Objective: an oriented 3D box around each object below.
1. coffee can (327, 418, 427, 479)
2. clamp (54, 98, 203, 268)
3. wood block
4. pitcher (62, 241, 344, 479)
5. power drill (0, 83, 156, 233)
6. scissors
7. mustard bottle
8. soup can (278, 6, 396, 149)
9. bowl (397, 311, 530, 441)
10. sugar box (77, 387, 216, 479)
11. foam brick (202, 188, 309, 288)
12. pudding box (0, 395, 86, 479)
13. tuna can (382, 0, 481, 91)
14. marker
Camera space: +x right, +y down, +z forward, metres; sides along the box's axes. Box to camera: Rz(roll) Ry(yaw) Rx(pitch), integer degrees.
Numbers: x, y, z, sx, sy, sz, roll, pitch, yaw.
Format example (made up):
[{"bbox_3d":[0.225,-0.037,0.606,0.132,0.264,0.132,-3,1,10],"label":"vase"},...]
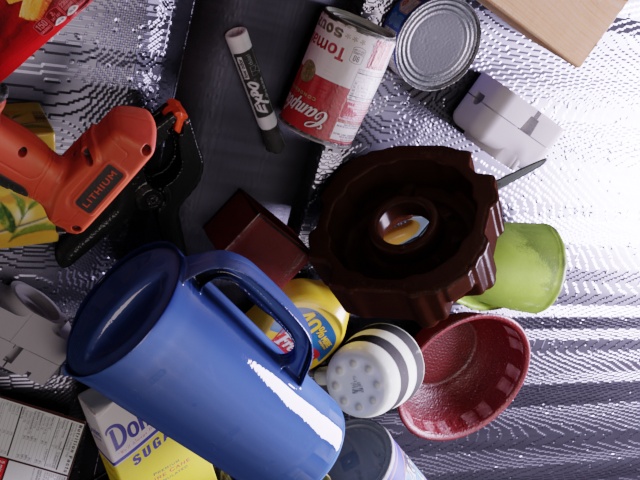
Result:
[{"bbox_3d":[0.061,0.272,1.153,0.103,0.103,0.140,-38,129,-2],"label":"coffee can"},{"bbox_3d":[-0.139,-0.035,0.906,0.120,0.039,0.172,14,118,-40],"label":"clamp"},{"bbox_3d":[0.159,-0.242,0.898,0.205,0.090,0.091,25,105,-36],"label":"wood block"},{"bbox_3d":[-0.082,0.115,0.906,0.242,0.149,0.145,43,67,-31],"label":"pitcher"},{"bbox_3d":[-0.207,-0.094,0.717,0.187,0.057,0.185,29,121,-33],"label":"power drill"},{"bbox_3d":[0.127,-0.017,1.034,0.202,0.016,0.096,-17,136,3],"label":"scissors"},{"bbox_3d":[-0.034,0.091,1.023,0.191,0.058,0.096,-36,128,-4],"label":"mustard bottle"},{"bbox_3d":[0.014,-0.137,0.902,0.068,0.069,0.102,12,112,-32],"label":"soup can"},{"bbox_3d":[0.142,0.134,1.140,0.162,0.055,0.162,-13,124,-20],"label":"bowl"},{"bbox_3d":[-0.157,0.202,1.014,0.093,0.048,0.176,-28,124,-25],"label":"sugar box"},{"bbox_3d":[-0.056,0.001,0.960,0.051,0.053,0.078,-47,127,5],"label":"foam brick"},{"bbox_3d":[-0.274,0.187,0.944,0.113,0.039,0.090,27,69,-35],"label":"pudding box"},{"bbox_3d":[0.097,-0.178,0.941,0.086,0.034,0.086,-13,124,-20],"label":"tuna can"},{"bbox_3d":[-0.054,-0.124,0.906,0.020,0.020,0.121,-27,128,-10],"label":"marker"}]
